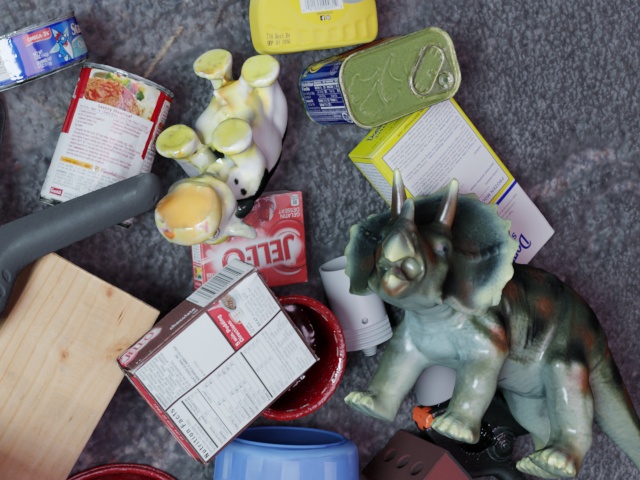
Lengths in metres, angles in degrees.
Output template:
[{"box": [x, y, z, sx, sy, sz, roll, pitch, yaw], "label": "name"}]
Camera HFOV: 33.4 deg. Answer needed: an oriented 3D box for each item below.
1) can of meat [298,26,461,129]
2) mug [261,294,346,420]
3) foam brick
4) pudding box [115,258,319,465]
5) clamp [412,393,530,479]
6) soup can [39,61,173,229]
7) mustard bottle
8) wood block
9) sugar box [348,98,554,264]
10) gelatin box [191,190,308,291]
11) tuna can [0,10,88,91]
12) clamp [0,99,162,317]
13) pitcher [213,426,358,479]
[{"box": [0.043, -0.125, 0.832, 0.102, 0.084, 0.057, -23, 105, -22], "label": "can of meat"}, {"box": [-0.048, 0.089, 0.811, 0.117, 0.082, 0.093, -36, 109, -18], "label": "mug"}, {"box": [0.083, 0.199, 0.888, 0.053, 0.078, 0.051, -48, 112, -16], "label": "foam brick"}, {"box": [-0.069, 0.082, 0.729, 0.113, 0.039, 0.090, -40, 115, -17], "label": "pudding box"}, {"box": [0.157, 0.187, 0.944, 0.171, 0.039, 0.120, 10, 86, -20], "label": "clamp"}, {"box": [-0.151, -0.066, 0.754, 0.068, 0.069, 0.102, 19, 87, -26], "label": "soup can"}, {"box": [-0.014, -0.241, 0.806, 0.096, 0.058, 0.191, -9, 99, -15], "label": "mustard bottle"}, {"box": [-0.209, 0.112, 0.731, 0.090, 0.091, 0.206, 32, 82, -25], "label": "wood block"}, {"box": [0.112, -0.038, 0.896, 0.093, 0.048, 0.176, -46, 116, -14], "label": "sugar box"}, {"box": [-0.055, 0.001, 0.827, 0.089, 0.030, 0.073, -7, 98, -25], "label": "gelatin box"}, {"box": [-0.200, -0.124, 0.714, 0.086, 0.086, 0.034, -25, 107, -22], "label": "tuna can"}, {"box": [-0.208, 0.006, 0.673, 0.209, 0.165, 0.036, -60, 153, -24], "label": "clamp"}, {"box": [-0.026, 0.269, 0.815, 0.144, 0.149, 0.243, 3, 89, -19], "label": "pitcher"}]
